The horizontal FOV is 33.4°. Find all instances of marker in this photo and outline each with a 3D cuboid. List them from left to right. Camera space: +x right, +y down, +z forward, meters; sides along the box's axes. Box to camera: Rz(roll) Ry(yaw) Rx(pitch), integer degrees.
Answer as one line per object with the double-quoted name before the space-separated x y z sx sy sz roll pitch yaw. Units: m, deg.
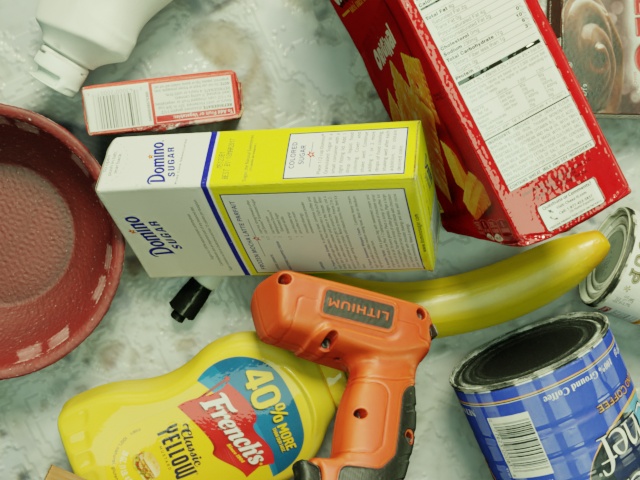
"marker" -0.054 0.001 0.664 0.020 0.020 0.121 36 92 -7

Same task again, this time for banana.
"banana" 0.077 0.031 0.656 0.197 0.037 0.069 -5 139 -2

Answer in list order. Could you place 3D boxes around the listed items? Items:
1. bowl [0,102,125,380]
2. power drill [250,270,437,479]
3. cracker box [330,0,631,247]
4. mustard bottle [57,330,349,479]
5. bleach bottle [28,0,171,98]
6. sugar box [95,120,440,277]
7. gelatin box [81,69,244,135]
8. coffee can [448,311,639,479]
"bowl" -0.195 -0.001 0.636 0.162 0.055 0.162 0 95 -4
"power drill" -0.008 0.113 0.571 0.184 0.057 0.187 16 59 -19
"cracker box" 0.067 -0.105 0.590 0.072 0.164 0.213 -29 97 -4
"mustard bottle" -0.055 0.109 0.655 0.191 0.058 0.096 -22 98 -2
"bleach bottle" -0.086 -0.193 0.608 0.103 0.068 0.251 34 94 37
"sugar box" -0.026 -0.020 0.598 0.176 0.093 0.048 1 56 15
"gelatin box" -0.090 -0.079 0.627 0.089 0.073 0.030 -7 96 -4
"coffee can" 0.152 0.128 0.649 0.103 0.103 0.140 -24 96 -2
